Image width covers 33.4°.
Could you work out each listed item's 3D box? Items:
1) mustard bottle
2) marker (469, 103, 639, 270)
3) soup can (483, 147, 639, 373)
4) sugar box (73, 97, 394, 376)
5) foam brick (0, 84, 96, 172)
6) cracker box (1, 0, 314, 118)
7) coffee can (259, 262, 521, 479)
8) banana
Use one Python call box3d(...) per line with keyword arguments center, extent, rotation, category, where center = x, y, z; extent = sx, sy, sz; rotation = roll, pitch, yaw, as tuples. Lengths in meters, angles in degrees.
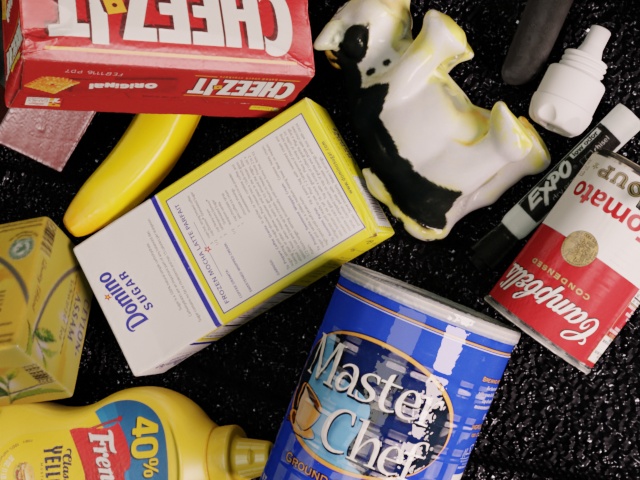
box3d(center=(-0.118, 0.139, 0.646), extent=(0.192, 0.058, 0.096), rotation=(-8, 77, 17), category="mustard bottle")
box3d(center=(0.131, -0.028, 0.602), extent=(0.121, 0.020, 0.020), rotation=(-45, 74, 9), category="marker")
box3d(center=(0.145, 0.011, 0.569), extent=(0.068, 0.068, 0.102), rotation=(37, 96, 18), category="soup can")
box3d(center=(-0.054, 0.001, 0.646), extent=(0.176, 0.048, 0.093), rotation=(-31, 78, 16), category="sugar box")
box3d(center=(-0.176, -0.093, 0.681), extent=(0.078, 0.051, 0.053), rotation=(-59, 36, 4), category="foam brick")
box3d(center=(-0.098, -0.183, 0.612), extent=(0.164, 0.072, 0.214), rotation=(-1, 74, -22), category="cracker box")
box3d(center=(0.034, 0.095, 0.578), extent=(0.103, 0.102, 0.140), rotation=(22, 92, 19), category="coffee can")
box3d(center=(-0.105, -0.093, 0.669), extent=(0.069, 0.037, 0.198), rotation=(13, 88, -4), category="banana")
